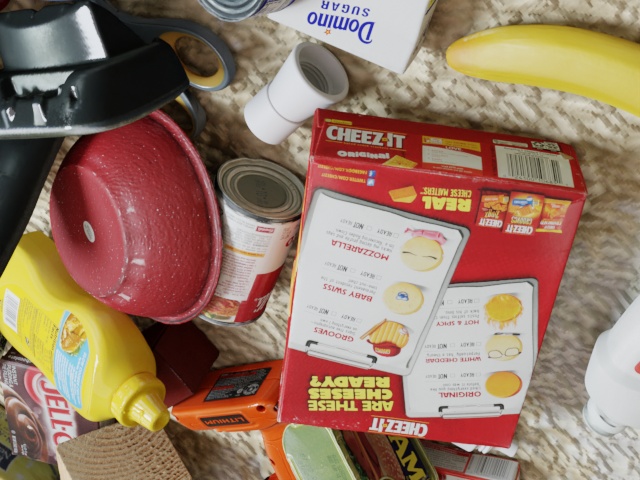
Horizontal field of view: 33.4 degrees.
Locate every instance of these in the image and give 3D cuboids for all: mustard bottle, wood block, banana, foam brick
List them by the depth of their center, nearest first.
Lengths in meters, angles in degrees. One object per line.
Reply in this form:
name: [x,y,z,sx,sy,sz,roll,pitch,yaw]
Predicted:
banana: [0.170,-0.083,0.613,0.198,0.037,0.070,29,128,2]
mustard bottle: [-0.178,0.079,0.802,0.192,0.058,0.096,37,127,32]
foam brick: [-0.129,0.101,0.849,0.078,0.053,0.051,-31,106,36]
wood block: [-0.163,0.264,0.927,0.091,0.090,0.206,46,144,46]

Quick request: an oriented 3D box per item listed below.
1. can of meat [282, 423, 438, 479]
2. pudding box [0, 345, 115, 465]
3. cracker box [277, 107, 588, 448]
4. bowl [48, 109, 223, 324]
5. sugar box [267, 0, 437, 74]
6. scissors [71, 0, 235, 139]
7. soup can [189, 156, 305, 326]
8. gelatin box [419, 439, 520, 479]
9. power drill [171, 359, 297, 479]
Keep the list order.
can of meat: [0.028,0.163,0.783,0.058,0.083,0.102,-34,79,36]
pudding box: [-0.226,0.145,0.927,0.090,0.039,0.113,12,126,13]
cracker box: [0.063,0.029,0.693,0.164,0.072,0.214,7,126,-1]
bowl: [-0.138,-0.013,0.733,0.162,0.055,0.162,19,117,41]
sugar box: [0.037,-0.190,0.593,0.093,0.048,0.176,25,131,6]
scissors: [-0.131,-0.154,0.701,0.096,0.016,0.201,-22,112,36]
soup can: [-0.055,0.001,0.743,0.068,0.068,0.102,27,127,4]
gelatin box: [0.108,0.197,0.829,0.089,0.030,0.073,9,125,20]
power drill: [-0.044,0.190,0.873,0.185,0.057,0.187,-14,117,29]
